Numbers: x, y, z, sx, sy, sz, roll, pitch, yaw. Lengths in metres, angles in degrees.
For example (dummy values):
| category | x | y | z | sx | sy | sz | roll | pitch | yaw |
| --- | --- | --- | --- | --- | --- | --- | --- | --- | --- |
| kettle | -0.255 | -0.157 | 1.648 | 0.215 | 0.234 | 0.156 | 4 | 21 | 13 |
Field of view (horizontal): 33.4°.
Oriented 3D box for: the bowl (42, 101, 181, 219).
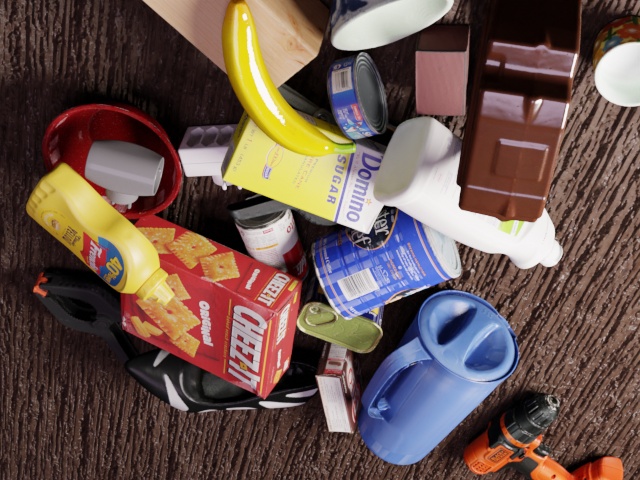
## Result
| category | x | y | z | sx | sy | sz | roll | pitch | yaw |
| --- | --- | --- | --- | --- | --- | --- | --- | --- | --- |
| bowl | -0.231 | -0.102 | 1.219 | 0.162 | 0.055 | 0.162 | 6 | 132 | 7 |

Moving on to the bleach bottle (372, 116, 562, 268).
| category | x | y | z | sx | sy | sz | roll | pitch | yaw |
| --- | --- | --- | --- | --- | --- | --- | --- | --- | --- |
| bleach bottle | 0.172 | -0.031 | 1.149 | 0.250 | 0.102 | 0.068 | 32 | 159 | -32 |

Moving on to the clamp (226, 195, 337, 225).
| category | x | y | z | sx | sy | sz | roll | pitch | yaw |
| --- | --- | --- | --- | --- | --- | --- | --- | --- | --- |
| clamp | -0.013 | -0.071 | 1.188 | 0.171 | 0.039 | 0.120 | 6 | 113 | -28 |

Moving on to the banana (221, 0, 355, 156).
| category | x | y | z | sx | sy | sz | roll | pitch | yaw |
| --- | --- | --- | --- | --- | --- | --- | --- | --- | --- |
| banana | -0.046 | -0.145 | 1.035 | 0.070 | 0.037 | 0.197 | -32 | 121 | 15 |

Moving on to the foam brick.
| category | x | y | z | sx | sy | sz | roll | pitch | yaw |
| --- | --- | --- | --- | --- | --- | --- | --- | --- | --- |
| foam brick | 0.124 | -0.172 | 1.081 | 0.051 | 0.053 | 0.078 | 3 | 132 | 9 |

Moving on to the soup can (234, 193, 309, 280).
| category | x | y | z | sx | sy | sz | roll | pitch | yaw |
| --- | --- | --- | --- | --- | --- | --- | --- | --- | --- |
| soup can | -0.058 | 0.002 | 1.267 | 0.068 | 0.068 | 0.102 | -5 | 130 | 16 |

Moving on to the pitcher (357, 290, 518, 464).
| category | x | y | z | sx | sy | sz | roll | pitch | yaw |
| --- | --- | --- | --- | --- | --- | --- | --- | --- | --- |
| pitcher | 0.129 | 0.184 | 1.346 | 0.149 | 0.145 | 0.243 | 26 | 135 | -3 |

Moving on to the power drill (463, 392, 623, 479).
| category | x | y | z | sx | sy | sz | roll | pitch | yaw |
| --- | --- | --- | --- | --- | --- | --- | --- | --- | --- |
| power drill | 0.316 | 0.291 | 1.455 | 0.187 | 0.057 | 0.185 | 30 | 134 | -11 |

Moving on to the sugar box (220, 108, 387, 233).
| category | x | y | z | sx | sy | sz | roll | pitch | yaw |
| --- | --- | --- | --- | --- | --- | --- | --- | --- | --- |
| sugar box | -0.009 | -0.080 | 1.132 | 0.176 | 0.048 | 0.093 | 20 | 110 | -17 |

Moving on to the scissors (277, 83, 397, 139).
| category | x | y | z | sx | sy | sz | roll | pitch | yaw |
| --- | --- | --- | --- | --- | --- | --- | --- | --- | --- |
| scissors | 0.001 | -0.113 | 1.153 | 0.201 | 0.016 | 0.096 | 17 | 110 | -17 |

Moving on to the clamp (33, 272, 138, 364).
| category | x | y | z | sx | sy | sz | roll | pitch | yaw |
| --- | --- | --- | --- | --- | --- | --- | --- | --- | --- |
| clamp | -0.277 | 0.096 | 1.420 | 0.209 | 0.036 | 0.165 | 35 | 128 | -24 |

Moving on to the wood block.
| category | x | y | z | sx | sy | sz | roll | pitch | yaw |
| --- | --- | --- | --- | --- | --- | --- | --- | --- | --- |
| wood block | -0.098 | -0.247 | 1.037 | 0.206 | 0.090 | 0.091 | 39 | 128 | -23 |

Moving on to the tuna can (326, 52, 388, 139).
| category | x | y | z | sx | sy | sz | roll | pitch | yaw |
| --- | --- | --- | --- | --- | --- | --- | --- | --- | --- |
| tuna can | 0.039 | -0.148 | 1.099 | 0.034 | 0.086 | 0.086 | -12 | 128 | 23 |

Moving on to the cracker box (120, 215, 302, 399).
| category | x | y | z | sx | sy | sz | roll | pitch | yaw |
| --- | --- | --- | --- | --- | --- | --- | --- | --- | --- |
| cracker box | -0.138 | 0.080 | 1.286 | 0.214 | 0.072 | 0.164 | 24 | 137 | 15 |

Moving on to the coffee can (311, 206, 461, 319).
| category | x | y | z | sx | sy | sz | roll | pitch | yaw |
| --- | --- | --- | --- | --- | --- | --- | --- | --- | --- |
| coffee can | 0.075 | 0.018 | 1.215 | 0.140 | 0.103 | 0.102 | -23 | 123 | 18 |

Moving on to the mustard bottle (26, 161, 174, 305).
| category | x | y | z | sx | sy | sz | roll | pitch | yaw |
| --- | --- | --- | --- | --- | --- | --- | --- | --- | --- |
| mustard bottle | -0.240 | 0.003 | 1.199 | 0.191 | 0.058 | 0.096 | 42 | 143 | -2 |

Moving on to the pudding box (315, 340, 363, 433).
| category | x | y | z | sx | sy | sz | roll | pitch | yaw |
| --- | --- | --- | --- | --- | --- | --- | --- | --- | --- |
| pudding box | 0.026 | 0.182 | 1.396 | 0.039 | 0.090 | 0.113 | -2 | 130 | 15 |

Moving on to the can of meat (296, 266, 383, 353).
| category | x | y | z | sx | sy | sz | roll | pitch | yaw |
| --- | --- | --- | --- | --- | --- | --- | --- | --- | --- |
| can of meat | 0.028 | 0.078 | 1.305 | 0.102 | 0.084 | 0.058 | 21 | 133 | -7 |
